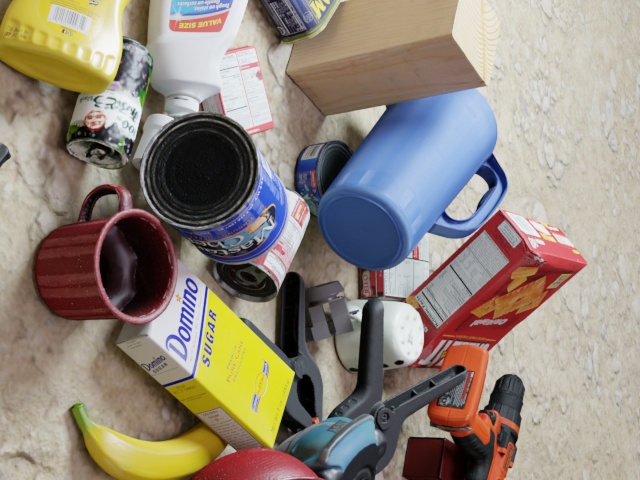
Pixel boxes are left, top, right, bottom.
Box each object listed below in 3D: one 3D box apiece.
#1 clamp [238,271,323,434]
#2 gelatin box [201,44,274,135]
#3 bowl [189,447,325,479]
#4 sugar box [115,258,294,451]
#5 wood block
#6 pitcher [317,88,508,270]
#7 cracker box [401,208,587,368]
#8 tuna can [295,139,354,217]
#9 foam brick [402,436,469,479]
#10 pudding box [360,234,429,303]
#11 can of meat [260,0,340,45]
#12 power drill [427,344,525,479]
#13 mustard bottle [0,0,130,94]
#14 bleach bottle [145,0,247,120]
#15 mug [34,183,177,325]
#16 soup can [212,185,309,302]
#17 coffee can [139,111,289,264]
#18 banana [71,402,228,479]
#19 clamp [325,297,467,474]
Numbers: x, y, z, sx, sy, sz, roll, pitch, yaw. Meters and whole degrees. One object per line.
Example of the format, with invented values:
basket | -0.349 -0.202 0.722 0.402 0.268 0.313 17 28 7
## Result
clamp | -0.030 0.120 1.106 0.120 0.039 0.171 -45 125 -42
gelatin box | -0.088 -0.147 1.069 0.073 0.030 0.089 -27 107 -52
bowl | -0.071 0.235 0.966 0.161 0.162 0.055 26 32 -50
sugar box | -0.100 0.108 0.972 0.176 0.048 0.093 49 38 -31
wood block | 0.078 -0.209 1.158 0.090 0.206 0.090 44 51 -43
pitcher | 0.103 -0.068 1.174 0.242 0.149 0.145 -51 137 -45
cracker box | 0.197 0.067 1.286 0.163 0.214 0.072 12 38 -53
tuna can | 0.009 -0.068 1.190 0.086 0.034 0.086 11 76 -54
foam brick | 0.146 0.278 1.319 0.078 0.051 0.053 39 54 -45
pudding box | 0.090 0.029 1.288 0.113 0.039 0.090 10 78 -52
can of meat | -0.025 -0.277 1.152 0.084 0.058 0.102 55 44 -31
power drill | 0.195 0.206 1.286 0.187 0.057 0.184 58 43 -43
mustard bottle | -0.198 -0.222 0.887 0.096 0.058 0.191 18 66 -18
bleach bottle | -0.108 -0.229 1.005 0.102 0.068 0.251 11 76 -21
mug | -0.178 0.012 0.873 0.093 0.082 0.117 6 80 -54
soup can | -0.057 0.001 1.058 0.068 0.069 0.102 53 45 -36
coffee can | -0.089 -0.042 0.944 0.140 0.103 0.103 56 36 -74
banana | -0.138 0.181 0.945 0.197 0.037 0.069 16 73 -53
clamp | 0.068 0.186 1.153 0.164 0.036 0.210 30 82 -31
